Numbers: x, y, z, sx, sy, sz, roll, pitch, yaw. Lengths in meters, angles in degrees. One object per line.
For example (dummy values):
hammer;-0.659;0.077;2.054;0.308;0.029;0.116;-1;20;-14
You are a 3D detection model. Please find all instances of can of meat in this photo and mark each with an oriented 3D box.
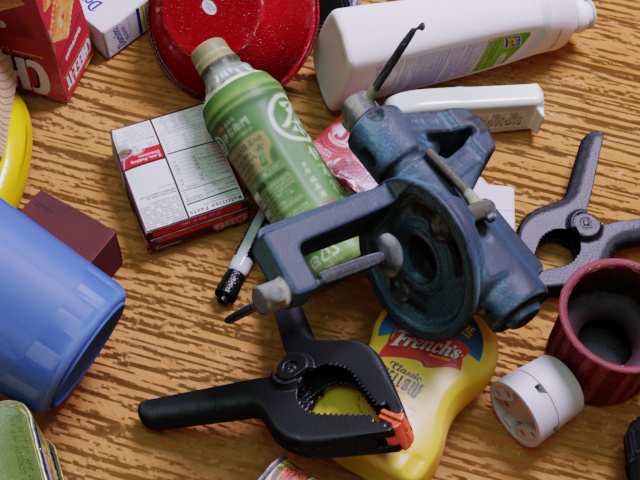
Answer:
can of meat;-0.208;0.170;0.733;0.057;0.084;0.102;-18;62;-12

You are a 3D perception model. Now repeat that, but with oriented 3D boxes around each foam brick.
foam brick;-0.205;0.007;0.849;0.078;0.051;0.053;29;62;14

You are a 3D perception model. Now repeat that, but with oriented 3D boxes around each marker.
marker;-0.056;0.001;0.874;0.020;0.020;0.121;20;61;10

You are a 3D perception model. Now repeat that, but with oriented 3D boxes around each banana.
banana;-0.277;-0.067;0.902;0.070;0.037;0.198;-16;58;10

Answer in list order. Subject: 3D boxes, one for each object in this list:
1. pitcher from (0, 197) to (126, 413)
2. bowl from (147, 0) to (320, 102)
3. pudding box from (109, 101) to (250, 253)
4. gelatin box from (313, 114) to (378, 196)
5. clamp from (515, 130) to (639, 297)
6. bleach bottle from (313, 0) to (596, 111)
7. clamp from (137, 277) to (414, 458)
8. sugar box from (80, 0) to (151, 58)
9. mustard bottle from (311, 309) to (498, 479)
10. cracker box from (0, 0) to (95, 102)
pitcher;-0.267;0.019;0.769;0.243;0.145;0.149;33;21;0
bowl;-0.085;-0.198;0.922;0.162;0.055;0.162;1;93;15
pudding box;-0.119;-0.054;0.895;0.090;0.039;0.113;-18;63;-12
gelatin box;0.038;-0.066;0.910;0.089;0.030;0.073;36;65;18
clamp;0.225;-0.004;0.874;0.120;0.039;0.171;35;71;23
bleach bottle;0.126;-0.179;0.951;0.250;0.103;0.068;-12;75;-16
clamp;-0.015;0.094;0.773;0.210;0.036;0.164;11;53;37
sugar box;-0.168;-0.256;1.009;0.093;0.048;0.176;40;70;19
mustard bottle;0.079;0.091;0.802;0.096;0.058;0.191;25;61;24
cracker box;-0.291;-0.217;0.884;0.164;0.214;0.072;15;62;8
